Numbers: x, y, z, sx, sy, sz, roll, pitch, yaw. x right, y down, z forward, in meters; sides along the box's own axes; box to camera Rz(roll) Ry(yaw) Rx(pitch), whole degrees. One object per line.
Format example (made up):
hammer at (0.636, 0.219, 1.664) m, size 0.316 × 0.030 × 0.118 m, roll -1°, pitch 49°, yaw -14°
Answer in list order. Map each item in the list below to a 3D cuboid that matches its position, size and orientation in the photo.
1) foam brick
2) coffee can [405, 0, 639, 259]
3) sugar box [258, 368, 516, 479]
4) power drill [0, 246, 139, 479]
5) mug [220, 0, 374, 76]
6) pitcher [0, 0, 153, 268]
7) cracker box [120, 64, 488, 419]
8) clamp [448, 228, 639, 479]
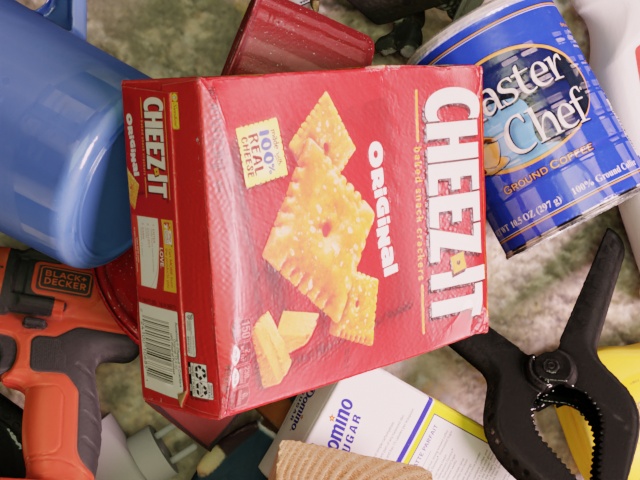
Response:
foam brick at (-0.074, 0.091, 0.674) m, size 0.053 × 0.078 × 0.051 m, roll 39°, pitch 86°, yaw -7°
coffee can at (0.130, -0.073, 0.671) m, size 0.102 × 0.103 × 0.140 m, roll -27°, pitch 84°, yaw -5°
sugar box at (0.057, 0.144, 0.677) m, size 0.176 × 0.048 × 0.093 m, roll 32°, pitch 85°, yaw -22°
power drill at (-0.189, 0.087, 0.628) m, size 0.184 × 0.057 × 0.187 m, roll 10°, pitch 56°, yaw -12°
mug at (-0.022, -0.096, 0.681) m, size 0.081 × 0.093 × 0.117 m, roll 21°, pitch 119°, yaw -10°
pitcher at (-0.194, -0.092, 0.596) m, size 0.243 × 0.144 × 0.149 m, roll 27°, pitch 126°, yaw 17°
cracker box at (0.003, -0.011, 0.576) m, size 0.213 × 0.072 × 0.164 m, roll -11°, pitch 103°, yaw -43°
clamp at (0.130, 0.084, 0.669) m, size 0.164 × 0.036 × 0.210 m, roll -4°, pitch 54°, yaw -1°
